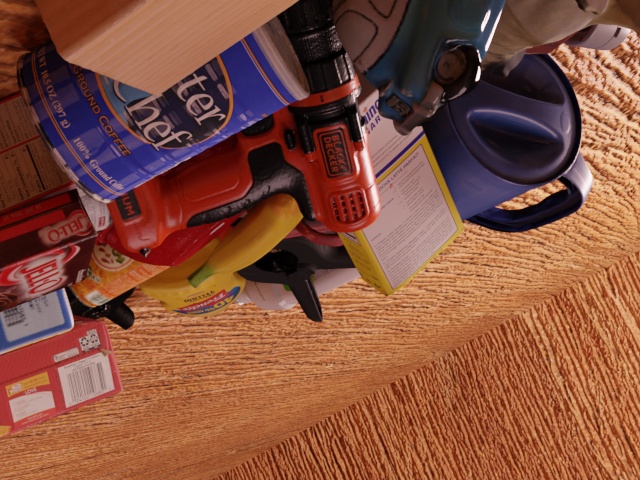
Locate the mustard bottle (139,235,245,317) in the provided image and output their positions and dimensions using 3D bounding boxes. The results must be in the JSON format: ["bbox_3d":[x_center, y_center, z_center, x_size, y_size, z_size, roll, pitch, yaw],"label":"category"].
[{"bbox_3d":[-0.131,0.044,1.144,0.096,0.058,0.191,-20,166,-1],"label":"mustard bottle"}]

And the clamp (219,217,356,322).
[{"bbox_3d":[-0.010,0.017,1.069,0.165,0.036,0.209,-29,142,30],"label":"clamp"}]

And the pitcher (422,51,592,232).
[{"bbox_3d":[0.121,-0.069,0.966,0.144,0.149,0.243,-7,167,-26],"label":"pitcher"}]

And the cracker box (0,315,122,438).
[{"bbox_3d":[-0.294,0.110,0.903,0.163,0.072,0.214,-19,-166,-37],"label":"cracker box"}]

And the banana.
[{"bbox_3d":[-0.048,-0.009,0.882,0.069,0.037,0.198,-51,-174,-35],"label":"banana"}]

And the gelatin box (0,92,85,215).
[{"bbox_3d":[-0.197,-0.051,0.684,0.089,0.073,0.030,-24,165,-4],"label":"gelatin box"}]

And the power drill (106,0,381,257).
[{"bbox_3d":[-0.062,-0.075,0.726,0.187,0.184,0.057,-13,-156,5],"label":"power drill"}]

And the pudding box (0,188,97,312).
[{"bbox_3d":[-0.195,0.013,0.685,0.090,0.039,0.114,-21,172,-21],"label":"pudding box"}]

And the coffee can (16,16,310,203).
[{"bbox_3d":[-0.091,-0.099,0.633,0.140,0.103,0.102,-27,165,9],"label":"coffee can"}]

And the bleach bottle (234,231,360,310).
[{"bbox_3d":[-0.002,0.005,1.177,0.251,0.102,0.068,-26,170,29],"label":"bleach bottle"}]

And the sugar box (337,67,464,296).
[{"bbox_3d":[0.046,-0.046,0.843,0.093,0.048,0.176,-41,130,-15],"label":"sugar box"}]

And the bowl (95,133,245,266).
[{"bbox_3d":[-0.101,-0.028,0.854,0.162,0.055,0.162,-40,179,-1],"label":"bowl"}]

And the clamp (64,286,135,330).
[{"bbox_3d":[-0.242,0.067,1.085,0.120,0.039,0.172,-24,160,-23],"label":"clamp"}]

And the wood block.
[{"bbox_3d":[-0.038,-0.167,0.512,0.206,0.090,0.090,-31,164,18],"label":"wood block"}]
